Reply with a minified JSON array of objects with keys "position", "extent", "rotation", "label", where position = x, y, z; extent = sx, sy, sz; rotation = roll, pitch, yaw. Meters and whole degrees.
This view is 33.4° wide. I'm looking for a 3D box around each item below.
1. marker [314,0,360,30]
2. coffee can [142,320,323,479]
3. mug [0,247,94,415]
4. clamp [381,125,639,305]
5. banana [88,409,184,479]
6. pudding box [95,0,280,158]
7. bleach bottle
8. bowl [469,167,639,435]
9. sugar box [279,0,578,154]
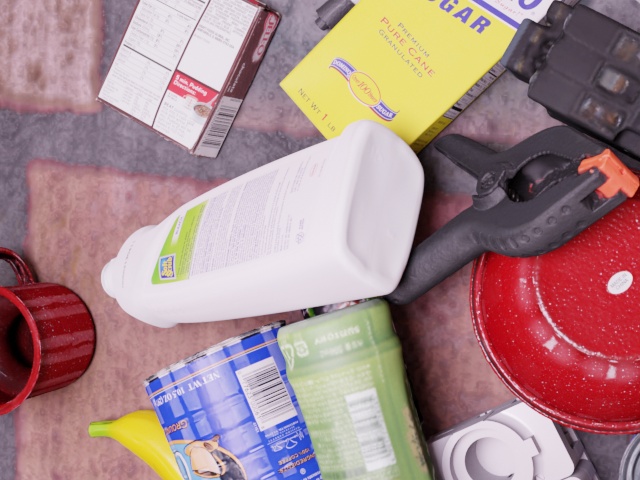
[{"position":[0.043,-0.180,0.691],"extent":[0.121,0.020,0.020],"rotation":[-41,78,18],"label":"marker"},{"position":[-0.042,0.136,0.692],"extent":[0.103,0.102,0.140],"rotation":[-27,83,20],"label":"coffee can"},{"position":[-0.220,0.062,0.769],"extent":[0.093,0.081,0.117],"rotation":[-19,86,21],"label":"mug"},{"position":[0.098,-0.015,0.602],"extent":[0.172,0.039,0.120],"rotation":[-3,62,62],"label":"clamp"},{"position":[-0.085,0.190,0.750],"extent":[0.198,0.037,0.070],"rotation":[53,126,13],"label":"banana"},{"position":[-0.092,-0.126,0.736],"extent":[0.090,0.039,0.113],"rotation":[30,101,18],"label":"pudding box"},{"position":[-0.054,0.001,0.687],"extent":[0.251,0.068,0.102],"rotation":[-12,53,43],"label":"bleach bottle"},{"position":[0.166,0.027,0.605],"extent":[0.162,0.055,0.162],"rotation":[-2,76,8],"label":"bowl"},{"position":[0.068,-0.126,0.669],"extent":[0.176,0.048,0.093],"rotation":[-45,77,18],"label":"sugar box"}]
